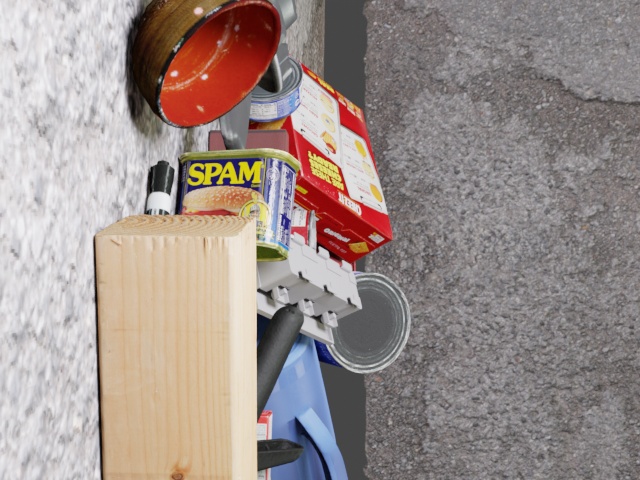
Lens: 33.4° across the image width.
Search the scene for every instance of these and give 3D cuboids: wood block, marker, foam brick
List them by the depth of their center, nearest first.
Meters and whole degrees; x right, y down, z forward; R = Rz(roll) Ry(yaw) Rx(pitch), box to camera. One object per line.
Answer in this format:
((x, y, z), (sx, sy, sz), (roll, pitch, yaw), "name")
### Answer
((-0.092, 0.091, 0.707), (0.090, 0.091, 0.206), (-63, 154, -79), "wood block")
((-0.121, -0.003, 0.782), (0.020, 0.020, 0.121), (82, 10, -67), "marker")
((-0.071, -0.084, 1.079), (0.053, 0.078, 0.051), (11, 79, -86), "foam brick")

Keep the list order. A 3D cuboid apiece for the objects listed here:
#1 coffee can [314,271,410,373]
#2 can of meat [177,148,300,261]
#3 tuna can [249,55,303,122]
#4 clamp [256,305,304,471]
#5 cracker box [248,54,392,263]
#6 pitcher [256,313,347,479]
((0.016, 0.081, 1.134), (0.141, 0.102, 0.103), (3, -87, 63), "coffee can")
((-0.072, -0.028, 0.902), (0.057, 0.102, 0.084), (35, 57, -65), "can of meat")
((-0.061, -0.167, 1.152), (0.034, 0.086, 0.086), (88, 5, -48), "tuna can")
((-0.069, 0.156, 0.851), (0.209, 0.036, 0.165), (-36, 136, -52), "clamp")
((-0.008, -0.099, 1.227), (0.164, 0.072, 0.214), (32, 35, -41), "cracker box")
((-0.045, 0.179, 1.095), (0.145, 0.149, 0.243), (-85, 171, -47), "pitcher")
